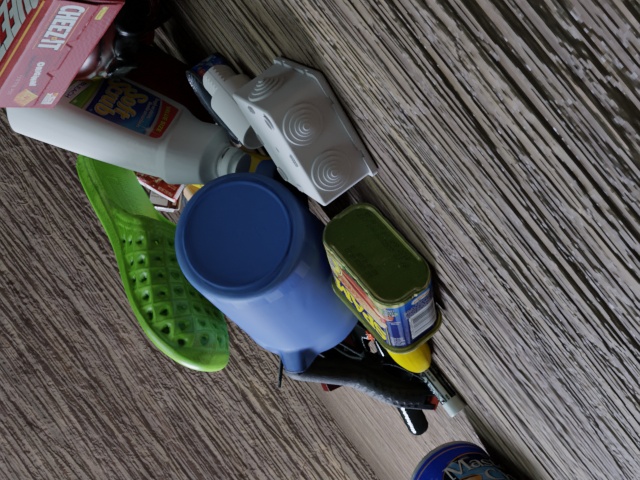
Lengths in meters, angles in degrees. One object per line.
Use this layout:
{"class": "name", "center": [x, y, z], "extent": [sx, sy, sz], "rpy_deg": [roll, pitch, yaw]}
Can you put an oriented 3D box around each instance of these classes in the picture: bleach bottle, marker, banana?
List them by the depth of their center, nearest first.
{"class": "banana", "center": [0.067, 0.066, 0.986], "extent": [0.069, 0.037, 0.197], "rpy_deg": [-87, -26, -54]}
{"class": "bleach bottle", "center": [-0.176, -0.111, 1.027], "extent": [0.251, 0.102, 0.068], "rpy_deg": [20, 132, 21]}
{"class": "marker", "center": [0.102, 0.125, 1.076], "extent": [0.121, 0.020, 0.020], "rpy_deg": [51, 172, 12]}

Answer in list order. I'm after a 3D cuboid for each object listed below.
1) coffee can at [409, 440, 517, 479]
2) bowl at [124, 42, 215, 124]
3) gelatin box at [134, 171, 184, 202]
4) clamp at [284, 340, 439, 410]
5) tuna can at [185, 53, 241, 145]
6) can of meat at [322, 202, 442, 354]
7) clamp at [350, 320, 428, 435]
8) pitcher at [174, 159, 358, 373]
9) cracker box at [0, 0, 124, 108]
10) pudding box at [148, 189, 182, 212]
{"class": "coffee can", "center": [0.163, 0.276, 1.070], "extent": [0.102, 0.102, 0.140], "rpy_deg": [57, 171, -24]}
{"class": "bowl", "center": [-0.171, -0.167, 1.152], "extent": [0.162, 0.055, 0.162], "rpy_deg": [28, 176, 2]}
{"class": "gelatin box", "center": [-0.184, -0.096, 1.193], "extent": [0.089, 0.073, 0.030], "rpy_deg": [29, 175, 2]}
{"class": "clamp", "center": [0.041, 0.135, 1.085], "extent": [0.171, 0.039, 0.120], "rpy_deg": [20, -159, 8]}
{"class": "tuna can", "center": [-0.090, -0.135, 1.018], "extent": [0.086, 0.033, 0.086], "rpy_deg": [52, 172, 10]}
{"class": "can of meat", "center": [0.049, 0.030, 0.857], "extent": [0.102, 0.057, 0.084], "rpy_deg": [48, 167, 29]}
{"class": "clamp", "center": [0.065, 0.127, 1.224], "extent": [0.165, 0.036, 0.210], "rpy_deg": [51, 169, 28]}
{"class": "pitcher", "center": [-0.043, 0.013, 0.951], "extent": [0.149, 0.145, 0.242], "rpy_deg": [45, 178, 18]}
{"class": "cracker box", "center": [-0.258, -0.245, 0.915], "extent": [0.164, 0.071, 0.214], "rpy_deg": [-40, 64, 47]}
{"class": "pudding box", "center": [-0.182, -0.079, 1.270], "extent": [0.039, 0.090, 0.113], "rpy_deg": [9, 179, -11]}
